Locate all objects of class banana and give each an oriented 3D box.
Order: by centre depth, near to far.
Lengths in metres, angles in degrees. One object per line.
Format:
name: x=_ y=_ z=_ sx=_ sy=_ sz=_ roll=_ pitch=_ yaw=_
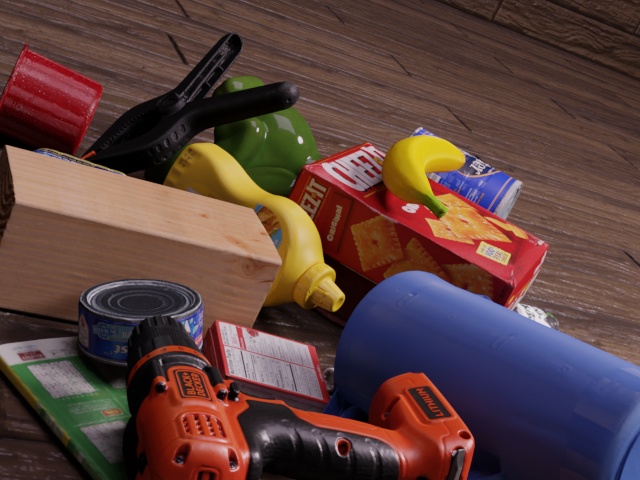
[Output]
banana: x=0.092 y=-0.065 z=0.976 sx=0.069 sy=0.037 sz=0.197 roll=42 pitch=23 yaw=-3

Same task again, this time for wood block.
wood block: x=-0.148 y=0.009 z=0.810 sx=0.205 sy=0.091 sz=0.090 roll=14 pitch=24 yaw=-28

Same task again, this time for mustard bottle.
mustard bottle: x=-0.056 y=0.001 z=0.920 sx=0.192 sy=0.096 sz=0.058 roll=36 pitch=23 yaw=25

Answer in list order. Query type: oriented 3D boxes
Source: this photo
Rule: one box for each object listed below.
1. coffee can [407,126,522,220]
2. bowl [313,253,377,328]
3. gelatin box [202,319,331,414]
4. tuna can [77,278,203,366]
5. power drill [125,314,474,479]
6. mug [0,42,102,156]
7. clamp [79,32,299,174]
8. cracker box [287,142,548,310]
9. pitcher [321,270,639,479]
coffee can: x=0.156 y=-0.059 z=1.284 sx=0.140 sy=0.103 sz=0.102 roll=31 pitch=22 yaw=13
bowl: x=0.047 y=0.032 z=1.022 sx=0.162 sy=0.055 sz=0.162 roll=22 pitch=22 yaw=-10
gelatin box: x=-0.042 y=0.100 z=0.800 sx=0.089 sy=0.030 sz=0.073 roll=17 pitch=24 yaw=-21
tuna can: x=-0.123 y=0.055 z=0.732 sx=0.086 sy=0.034 sz=0.086 roll=4 pitch=17 yaw=-1
power drill: x=-0.019 y=0.102 z=0.623 sx=0.187 sy=0.057 sz=0.184 roll=8 pitch=19 yaw=-18
mug: x=-0.261 y=-0.125 z=1.014 sx=0.081 sy=0.093 sz=0.117 roll=24 pitch=-15 yaw=-17
clamp: x=-0.127 y=-0.115 z=0.998 sx=0.165 sy=0.210 sz=0.036 roll=38 pitch=-20 yaw=52
cracker box: x=0.091 y=-0.006 z=0.980 sx=0.214 sy=0.072 sz=0.164 roll=31 pitch=22 yaw=14
pitcher: x=0.122 y=0.118 z=0.721 sx=0.144 sy=0.149 sz=0.243 roll=20 pitch=0 yaw=-40
